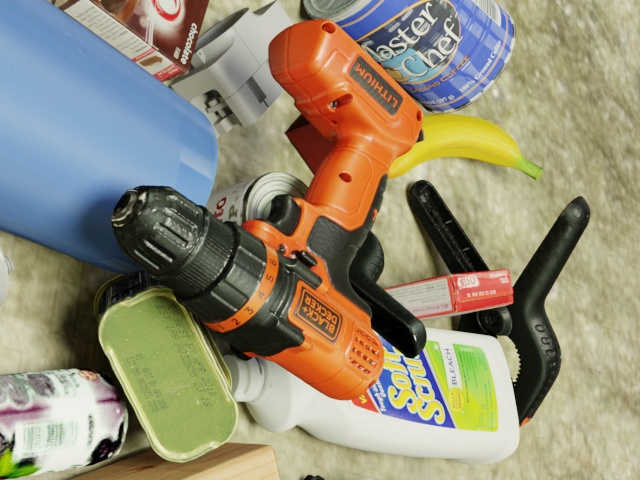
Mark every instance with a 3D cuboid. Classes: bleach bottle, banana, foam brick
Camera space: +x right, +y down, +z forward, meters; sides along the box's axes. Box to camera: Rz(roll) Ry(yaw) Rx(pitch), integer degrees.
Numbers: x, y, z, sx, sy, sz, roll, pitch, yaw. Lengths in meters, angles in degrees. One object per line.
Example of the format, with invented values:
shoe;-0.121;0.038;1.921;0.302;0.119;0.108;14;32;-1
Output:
bleach bottle;0.034;0.108;0.748;0.250;0.068;0.102;9;67;-42
banana;0.103;-0.078;0.873;0.197;0.070;0.037;-5;124;-40
foam brick;0.023;-0.088;0.798;0.051;0.053;0.078;54;47;-20

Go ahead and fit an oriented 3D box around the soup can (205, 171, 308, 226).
soup can;-0.054;0.001;0.660;0.068;0.102;0.068;14;69;-42

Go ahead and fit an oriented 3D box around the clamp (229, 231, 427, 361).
clamp;-0.005;0.028;0.709;0.120;0.171;0.039;0;117;-10

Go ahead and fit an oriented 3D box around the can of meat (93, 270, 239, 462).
can of meat;-0.087;0.068;0.609;0.057;0.084;0.102;-26;100;-7

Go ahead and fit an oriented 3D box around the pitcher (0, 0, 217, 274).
pitcher;-0.175;-0.080;0.555;0.242;0.145;0.149;30;71;-41

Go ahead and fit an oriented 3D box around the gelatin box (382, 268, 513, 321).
gelatin box;0.088;0.043;0.801;0.073;0.089;0.030;-3;81;-46

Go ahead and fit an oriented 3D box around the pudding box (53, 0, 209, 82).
pudding box;-0.116;-0.171;0.691;0.090;0.039;0.113;34;57;-35

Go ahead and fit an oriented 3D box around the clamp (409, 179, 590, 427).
clamp;0.150;0.052;0.830;0.036;0.165;0.210;-21;104;-37

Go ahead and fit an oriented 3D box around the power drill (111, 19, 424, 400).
power drill;-0.018;-0.028;0.589;0.184;0.057;0.187;40;56;-36

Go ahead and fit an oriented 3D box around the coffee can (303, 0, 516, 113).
coffee can;0.071;-0.178;0.835;0.140;0.103;0.102;32;58;-35
